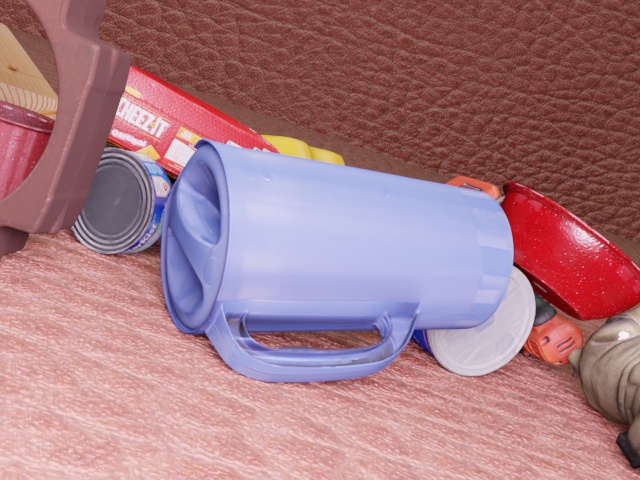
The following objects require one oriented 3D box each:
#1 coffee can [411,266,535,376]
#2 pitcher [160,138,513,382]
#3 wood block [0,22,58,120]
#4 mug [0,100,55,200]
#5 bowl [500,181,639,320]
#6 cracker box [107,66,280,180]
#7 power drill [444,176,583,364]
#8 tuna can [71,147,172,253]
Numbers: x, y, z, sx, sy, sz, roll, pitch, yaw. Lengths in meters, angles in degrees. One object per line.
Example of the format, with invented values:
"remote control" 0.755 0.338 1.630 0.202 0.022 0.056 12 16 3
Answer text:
"coffee can" 0.109 0.046 0.949 0.102 0.103 0.140 15 10 -28
"pitcher" 0.016 0.015 0.768 0.242 0.149 0.145 5 7 -26
"wood block" -0.343 -0.154 1.065 0.090 0.090 0.206 15 21 -39
"mug" -0.271 -0.071 0.877 0.117 0.081 0.093 26 11 32
"bowl" 0.206 0.020 0.916 0.162 0.055 0.162 39 -1 1
"cracker box" -0.148 -0.106 1.007 0.164 0.072 0.214 28 1 -24
"power drill" 0.176 0.028 1.065 0.187 0.057 0.184 57 -7 -15
"tuna can" -0.163 -0.031 0.869 0.086 0.086 0.033 24 9 23
